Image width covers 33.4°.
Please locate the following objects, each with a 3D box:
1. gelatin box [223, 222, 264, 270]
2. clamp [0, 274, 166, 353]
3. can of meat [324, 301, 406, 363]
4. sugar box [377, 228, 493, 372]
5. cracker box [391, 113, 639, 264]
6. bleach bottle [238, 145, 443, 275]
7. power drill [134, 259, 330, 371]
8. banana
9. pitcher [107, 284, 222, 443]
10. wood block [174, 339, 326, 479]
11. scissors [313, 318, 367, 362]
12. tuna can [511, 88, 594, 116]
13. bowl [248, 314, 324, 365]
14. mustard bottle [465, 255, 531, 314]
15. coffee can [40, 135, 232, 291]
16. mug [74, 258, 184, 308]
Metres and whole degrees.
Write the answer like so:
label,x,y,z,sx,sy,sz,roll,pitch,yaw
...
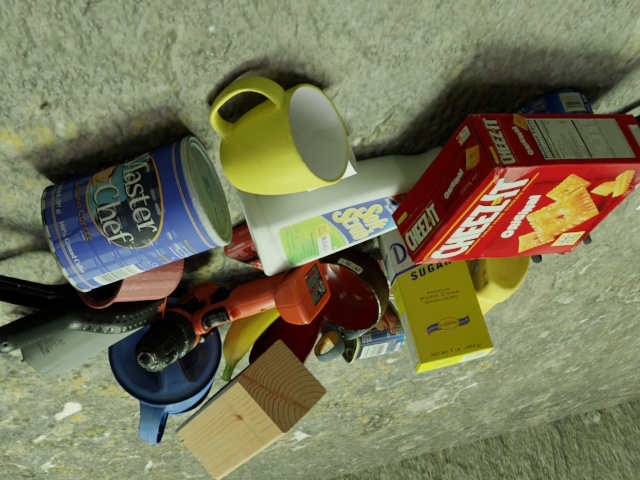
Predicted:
label,x,y,z,sx,sy,sz,roll,pitch,yaw
gelatin box,-0.058,0.001,1.200,0.073,0.030,0.089,-24,158,20
clamp,-0.252,0.071,1.070,0.209,0.165,0.036,4,110,-25
can of meat,0.061,0.115,1.479,0.083,0.102,0.057,-8,134,-27
sugar box,0.137,0.063,1.290,0.093,0.176,0.048,-12,161,-11
cracker box,0.204,-0.050,1.066,0.213,0.072,0.164,-4,148,-31
bleach bottle,0.048,-0.046,1.104,0.250,0.068,0.102,-19,143,-4
power drill,-0.094,0.077,1.154,0.188,0.057,0.184,-15,-165,21
banana,-0.065,0.092,1.334,0.197,0.037,0.070,-42,157,-38
pitcher,-0.194,0.167,1.357,0.149,0.145,0.243,-34,170,-13
wood block,-0.094,0.221,1.368,0.090,0.091,0.206,-41,179,-40
scissors,0.024,0.110,1.421,0.096,0.016,0.202,-33,-167,7
tuna can,0.236,-0.120,1.091,0.086,0.034,0.086,-14,160,-5
bowl,-0.052,0.136,1.439,0.055,0.162,0.162,29,146,-9
mustard bottle,0.203,0.053,1.363,0.058,0.096,0.192,19,155,-7
coffee can,-0.163,-0.023,0.956,0.140,0.103,0.102,-19,159,8
mug,-0.200,0.018,1.077,0.117,0.093,0.081,9,-174,42
